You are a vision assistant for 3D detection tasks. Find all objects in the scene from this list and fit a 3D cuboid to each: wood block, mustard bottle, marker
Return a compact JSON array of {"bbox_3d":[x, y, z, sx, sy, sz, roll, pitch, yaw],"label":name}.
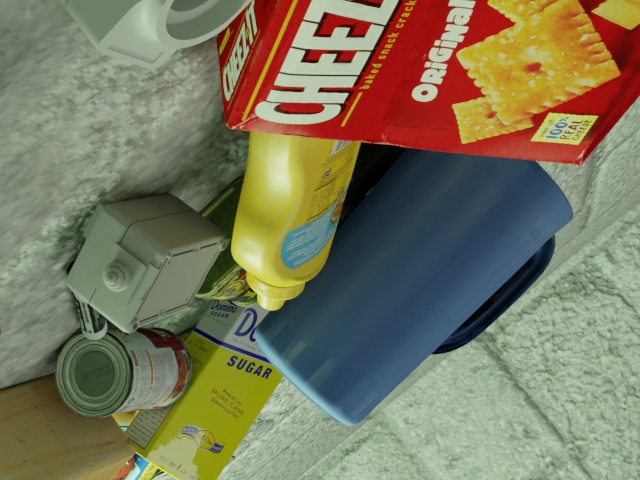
[{"bbox_3d":[-0.249,0.175,0.788,0.091,0.090,0.205,-47,163,25],"label":"wood block"},{"bbox_3d":[-0.016,-0.029,0.686,0.096,0.058,0.192,-43,155,-47],"label":"mustard bottle"},{"bbox_3d":[-0.160,0.041,0.737,0.020,0.020,0.121,-33,164,-19],"label":"marker"}]

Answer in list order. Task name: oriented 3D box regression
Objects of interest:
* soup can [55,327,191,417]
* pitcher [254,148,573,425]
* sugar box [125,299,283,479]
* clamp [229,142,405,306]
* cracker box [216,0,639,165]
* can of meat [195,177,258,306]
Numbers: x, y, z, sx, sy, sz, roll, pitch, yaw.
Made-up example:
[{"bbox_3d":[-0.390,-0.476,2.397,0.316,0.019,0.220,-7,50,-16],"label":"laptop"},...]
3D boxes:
[{"bbox_3d":[-0.154,0.103,0.842,0.068,0.068,0.102,-42,165,12],"label":"soup can"},{"bbox_3d":[0.073,0.027,0.825,0.243,0.149,0.145,-47,174,-1],"label":"pitcher"},{"bbox_3d":[-0.087,0.125,0.933,0.176,0.048,0.093,-55,136,-10],"label":"sugar box"},{"bbox_3d":[0.017,-0.037,0.890,0.210,0.036,0.164,-49,172,24],"label":"clamp"},{"bbox_3d":[0.072,-0.115,0.530,0.213,0.072,0.164,3,147,-20],"label":"cracker box"},{"bbox_3d":[-0.055,0.001,0.797,0.102,0.057,0.083,-42,162,12],"label":"can of meat"}]
